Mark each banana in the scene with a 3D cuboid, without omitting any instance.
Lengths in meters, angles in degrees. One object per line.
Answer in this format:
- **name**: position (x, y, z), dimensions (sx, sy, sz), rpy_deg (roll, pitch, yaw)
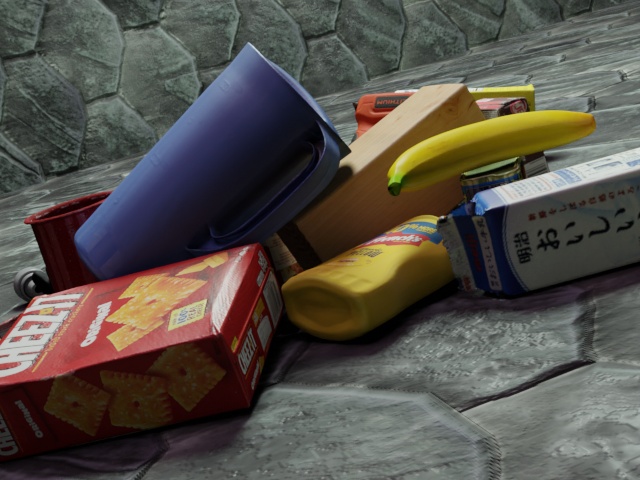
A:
- **banana**: position (0.134, -0.074, 0.900), dimensions (0.197, 0.037, 0.070), rpy_deg (-20, 30, -15)

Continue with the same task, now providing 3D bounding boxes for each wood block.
- **wood block**: position (0.062, -0.050, 1.001), dimensions (0.206, 0.090, 0.090), rpy_deg (-40, 18, -13)

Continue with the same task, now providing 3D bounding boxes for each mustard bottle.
- **mustard bottle**: position (0.065, 0.022, 0.902), dimensions (0.191, 0.058, 0.096), rpy_deg (-26, 17, -40)

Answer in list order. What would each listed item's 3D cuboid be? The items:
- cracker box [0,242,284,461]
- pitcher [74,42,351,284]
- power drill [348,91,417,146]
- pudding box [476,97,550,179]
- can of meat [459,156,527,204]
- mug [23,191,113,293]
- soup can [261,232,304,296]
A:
- **cracker box**: position (-0.147, 0.081, 0.829), dimensions (0.214, 0.072, 0.164), rpy_deg (-13, 21, 14)
- **pitcher**: position (-0.095, -0.043, 0.942), dimensions (0.243, 0.145, 0.149), rpy_deg (-44, -3, 3)
- **power drill**: position (0.073, -0.074, 1.138), dimensions (0.185, 0.057, 0.187), rpy_deg (3, 54, 35)
- **pudding box**: position (0.196, -0.093, 1.120), dimensions (0.039, 0.113, 0.090), rpy_deg (-22, 13, -14)
- **can of meat**: position (0.159, -0.027, 0.940), dimensions (0.057, 0.084, 0.102), rpy_deg (-13, 12, 15)
- **mug**: position (-0.237, 0.005, 1.044), dimensions (0.093, 0.081, 0.117), rpy_deg (-25, 15, -34)
- **soup can**: position (-0.057, 0.001, 1.049), dimensions (0.068, 0.102, 0.068), rpy_deg (-16, 12, 3)
